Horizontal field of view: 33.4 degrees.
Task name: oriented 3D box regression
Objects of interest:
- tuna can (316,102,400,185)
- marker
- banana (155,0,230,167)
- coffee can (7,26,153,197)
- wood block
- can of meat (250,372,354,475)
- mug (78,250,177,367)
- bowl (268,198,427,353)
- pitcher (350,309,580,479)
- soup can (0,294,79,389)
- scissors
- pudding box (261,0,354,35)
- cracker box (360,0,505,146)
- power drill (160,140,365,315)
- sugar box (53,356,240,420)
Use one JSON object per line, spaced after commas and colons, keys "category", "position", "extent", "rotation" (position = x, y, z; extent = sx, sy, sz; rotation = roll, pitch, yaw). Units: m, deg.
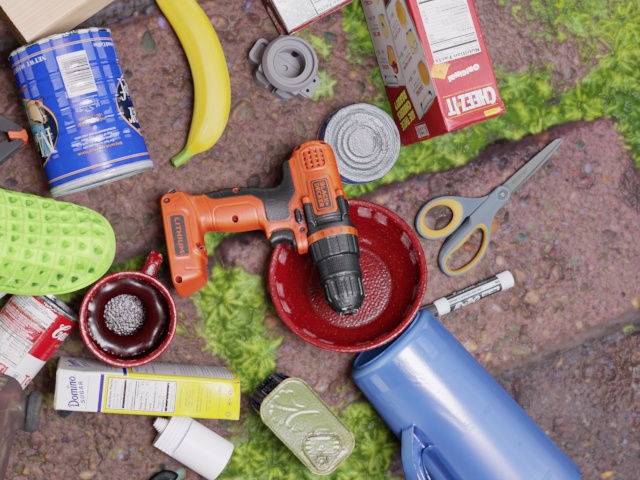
{"category": "tuna can", "position": [0.040, -0.102, 1.130], "extent": [0.086, 0.034, 0.086], "rotation": [0, 90, -12]}
{"category": "marker", "position": [0.154, 0.063, 1.162], "extent": [0.121, 0.020, 0.020], "rotation": [-22, 94, -12]}
{"category": "banana", "position": [-0.129, -0.176, 1.091], "extent": [0.069, 0.037, 0.198], "rotation": [-7, 91, -14]}
{"category": "coffee can", "position": [-0.232, -0.123, 1.035], "extent": [0.102, 0.103, 0.140], "rotation": [-18, 93, -12]}
{"category": "wood block", "position": [-0.227, -0.280, 1.043], "extent": [0.206, 0.090, 0.091], "rotation": [-38, 98, -11]}
{"category": "can of meat", "position": [-0.021, 0.184, 1.089], "extent": [0.057, 0.084, 0.102], "rotation": [-44, 98, -9]}
{"category": "mug", "position": [-0.187, 0.064, 1.055], "extent": [0.093, 0.081, 0.117], "rotation": [22, 85, -11]}
{"category": "bowl", "position": [0.029, 0.041, 1.100], "extent": [0.162, 0.055, 0.162], "rotation": [-1, 73, 4]}
{"category": "pitcher", "position": [0.140, 0.198, 1.100], "extent": [0.145, 0.149, 0.243], "rotation": [-41, 95, 2]}
{"category": "soup can", "position": [-0.292, 0.096, 1.037], "extent": [0.068, 0.068, 0.102], "rotation": [39, 85, -10]}
{"category": "scissors", "position": [0.178, -0.055, 1.169], "extent": [0.096, 0.016, 0.201], "rotation": [34, 83, -10]}
{"category": "pudding box", "position": [-0.025, -0.282, 1.114], "extent": [0.090, 0.039, 0.113], "rotation": [-30, 98, -11]}
{"category": "cracker box", "position": [0.104, -0.212, 1.078], "extent": [0.072, 0.164, 0.214], "rotation": [-18, 93, -10]}
{"category": "power drill", "position": [-0.057, 0.001, 1.060], "extent": [0.187, 0.057, 0.184], "rotation": [-12, 69, -2]}
{"category": "sugar box", "position": [-0.171, 0.145, 1.052], "extent": [0.176, 0.093, 0.048], "rotation": [3, 91, -12]}
